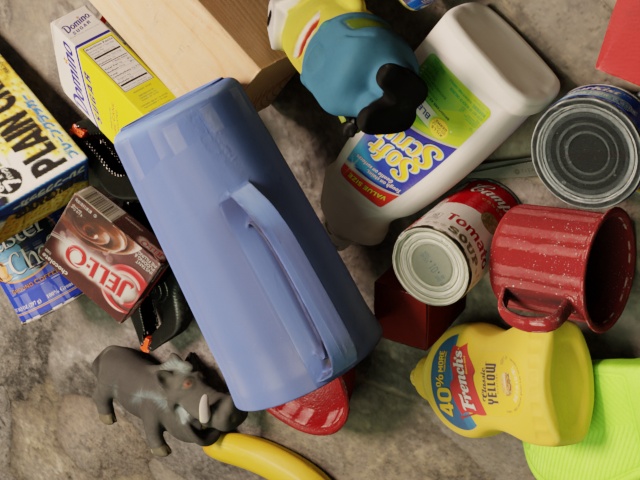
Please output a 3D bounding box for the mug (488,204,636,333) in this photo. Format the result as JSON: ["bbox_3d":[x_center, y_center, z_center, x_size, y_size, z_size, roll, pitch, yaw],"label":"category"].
[{"bbox_3d":[0.174,0.025,0.795,0.082,0.117,0.093,10,139,38],"label":"mug"}]

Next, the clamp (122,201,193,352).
[{"bbox_3d":[-0.153,0.043,1.092,0.120,0.039,0.171,22,122,32],"label":"clamp"}]

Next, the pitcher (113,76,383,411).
[{"bbox_3d":[-0.055,0.001,0.825,0.149,0.144,0.243,-21,103,28],"label":"pitcher"}]

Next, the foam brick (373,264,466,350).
[{"bbox_3d":[0.084,0.047,0.894,0.051,0.078,0.053,16,122,27],"label":"foam brick"}]

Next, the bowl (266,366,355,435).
[{"bbox_3d":[-0.022,0.103,1.004,0.162,0.055,0.162,29,139,28],"label":"bowl"}]

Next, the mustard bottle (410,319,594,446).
[{"bbox_3d":[0.138,0.115,0.883,0.192,0.058,0.096,-9,84,59],"label":"mustard bottle"}]

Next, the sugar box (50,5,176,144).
[{"bbox_3d":[-0.174,-0.123,0.960,0.176,0.048,0.093,42,151,24],"label":"sugar box"}]

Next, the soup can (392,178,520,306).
[{"bbox_3d":[0.109,0.000,0.834,0.069,0.102,0.068,17,122,29],"label":"soup can"}]

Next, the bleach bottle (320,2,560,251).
[{"bbox_3d":[0.074,-0.067,0.851,0.102,0.067,0.251,50,134,12],"label":"bleach bottle"}]

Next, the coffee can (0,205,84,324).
[{"bbox_3d":[-0.307,0.004,1.140,0.103,0.102,0.140,-20,101,41],"label":"coffee can"}]

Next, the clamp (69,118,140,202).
[{"bbox_3d":[-0.160,-0.060,1.031,0.210,0.036,0.165,21,109,28],"label":"clamp"}]

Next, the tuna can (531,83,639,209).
[{"bbox_3d":[0.195,-0.066,0.759,0.086,0.033,0.086,16,120,29],"label":"tuna can"}]

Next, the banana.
[{"bbox_3d":[-0.044,0.246,1.120,0.198,0.037,0.070,28,126,22],"label":"banana"}]

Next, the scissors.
[{"bbox_3d":[0.195,-0.075,0.789,0.202,0.016,0.096,13,119,31],"label":"scissors"}]

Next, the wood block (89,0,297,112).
[{"bbox_3d":[-0.114,-0.202,0.897,0.206,0.090,0.090,48,132,5],"label":"wood block"}]

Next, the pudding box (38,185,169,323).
[{"bbox_3d":[-0.212,0.014,1.061,0.113,0.039,0.090,40,119,4],"label":"pudding box"}]
